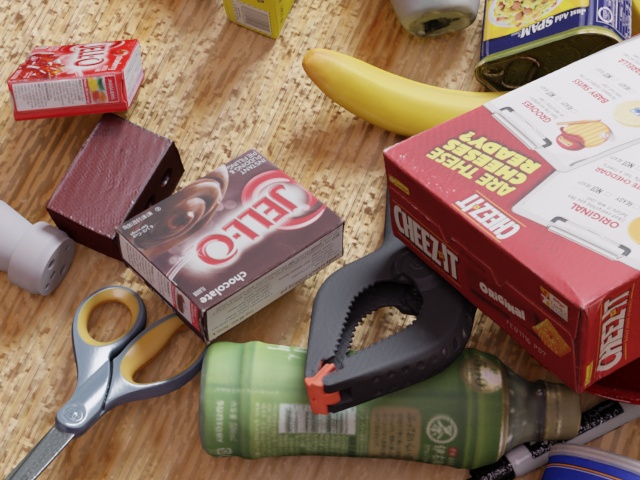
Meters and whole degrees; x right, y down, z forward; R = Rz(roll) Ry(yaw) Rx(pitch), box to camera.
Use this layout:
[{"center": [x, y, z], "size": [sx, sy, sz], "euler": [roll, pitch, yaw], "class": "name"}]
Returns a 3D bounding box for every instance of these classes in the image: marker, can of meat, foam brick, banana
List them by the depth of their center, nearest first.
[{"center": [0.144, 0.124, 0.652], "size": [0.121, 0.020, 0.020], "euler": [-25, 73, -7], "class": "marker"}, {"center": [-0.131, -0.033, 0.690], "size": [0.051, 0.053, 0.078], "euler": [26, 74, 9], "class": "foam brick"}, {"center": [0.087, -0.093, 0.702], "size": [0.198, 0.070, 0.037], "euler": [3, 34, 7], "class": "banana"}, {"center": [0.155, -0.149, 0.704], "size": [0.102, 0.057, 0.084], "euler": [-12, 63, 41], "class": "can of meat"}]

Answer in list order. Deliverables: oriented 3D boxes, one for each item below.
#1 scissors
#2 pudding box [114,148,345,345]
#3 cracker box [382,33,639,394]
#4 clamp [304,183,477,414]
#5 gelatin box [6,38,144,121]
[{"center": [-0.152, 0.090, 0.631], "size": [0.096, 0.016, 0.201], "euler": [39, 51, 25], "class": "scissors"}, {"center": [-0.054, 0.001, 0.659], "size": [0.113, 0.039, 0.090], "euler": [-35, 54, -25], "class": "pudding box"}, {"center": [0.168, -0.029, 0.587], "size": [0.213, 0.072, 0.164], "euler": [-27, 42, -19], "class": "cracker box"}, {"center": [0.055, 0.019, 0.634], "size": [0.209, 0.036, 0.165], "euler": [-38, 48, -26], "class": "clamp"}, {"center": [-0.158, -0.107, 0.699], "size": [0.073, 0.089, 0.030], "euler": [-5, 114, 1], "class": "gelatin box"}]
